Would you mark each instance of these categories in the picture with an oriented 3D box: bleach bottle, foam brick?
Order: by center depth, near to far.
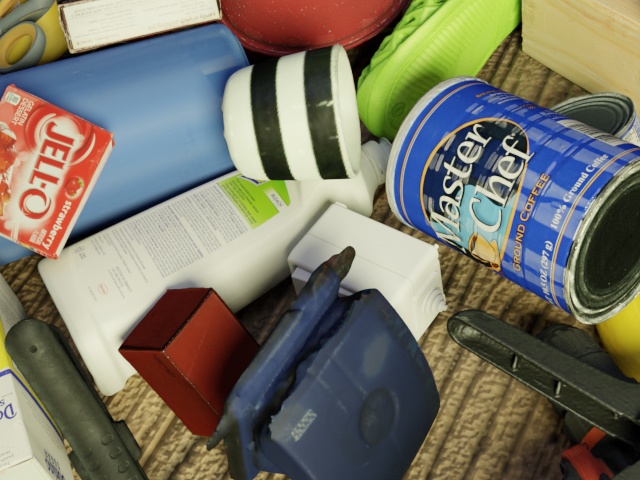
[{"bbox_3d":[-0.070,0.073,0.638,0.053,0.078,0.051,-5,38,49],"label":"foam brick"},{"bbox_3d":[-0.055,0.001,0.716,0.250,0.068,0.103,-27,50,-13],"label":"bleach bottle"}]

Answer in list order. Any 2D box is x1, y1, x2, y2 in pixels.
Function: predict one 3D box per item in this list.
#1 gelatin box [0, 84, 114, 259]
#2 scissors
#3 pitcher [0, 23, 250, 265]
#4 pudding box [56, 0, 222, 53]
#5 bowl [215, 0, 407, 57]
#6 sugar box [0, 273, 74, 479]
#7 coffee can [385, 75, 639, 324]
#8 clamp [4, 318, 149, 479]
[{"bbox_3d":[-0.181,-0.043,0.675,0.073,0.030,0.089,26,80,-5],"label":"gelatin box"},{"bbox_3d":[-0.278,-0.140,0.859,0.202,0.016,0.096,-34,52,26],"label":"scissors"},{"bbox_3d":[-0.168,-0.076,0.767,0.242,0.145,0.149,-19,83,-8],"label":"pitcher"},{"bbox_3d":[-0.134,-0.171,0.778,0.113,0.039,0.090,-17,19,-9],"label":"pudding box"},{"bbox_3d":[-0.010,-0.214,0.800,0.162,0.055,0.162,-5,56,7],"label":"bowl"},{"bbox_3d":[-0.195,0.092,0.649,0.048,0.093,0.176,-22,49,-6],"label":"sugar box"},{"bbox_3d":[0.123,-0.027,0.630,0.102,0.103,0.140,-40,47,-20],"label":"coffee can"},{"bbox_3d":[-0.123,0.112,0.590,0.039,0.120,0.171,-34,82,-6],"label":"clamp"}]
